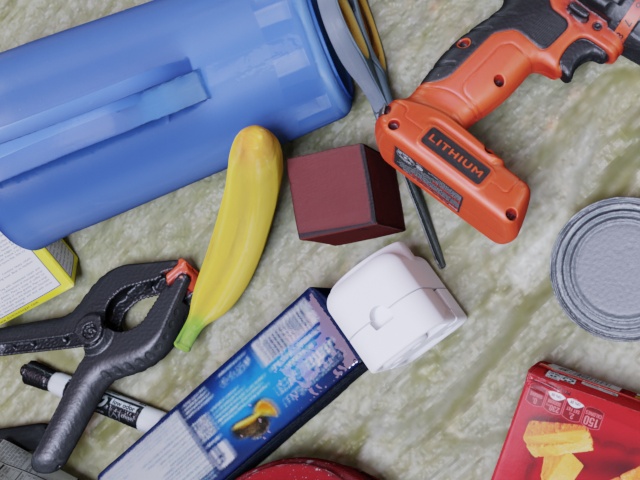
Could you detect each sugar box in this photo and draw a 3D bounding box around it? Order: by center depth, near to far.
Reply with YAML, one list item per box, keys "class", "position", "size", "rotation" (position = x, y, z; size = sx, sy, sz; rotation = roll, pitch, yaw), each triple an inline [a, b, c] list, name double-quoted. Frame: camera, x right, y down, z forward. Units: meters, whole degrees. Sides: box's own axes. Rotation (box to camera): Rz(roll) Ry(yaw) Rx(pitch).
- class: "sugar box"
  position: [-0.256, -0.020, 0.734]
  size: [0.093, 0.048, 0.176]
  rotation: [-27, 119, 8]

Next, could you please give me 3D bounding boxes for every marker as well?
- class: "marker"
  position: [-0.165, 0.113, 0.768]
  size: [0.121, 0.020, 0.020]
  rotation: [18, 93, 19]

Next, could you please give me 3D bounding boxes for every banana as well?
- class: "banana"
  position: [-0.052, -0.008, 0.684]
  size: [0.037, 0.069, 0.198]
  rotation: [19, 132, -1]

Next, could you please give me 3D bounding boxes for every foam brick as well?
- class: "foam brick"
  position: [0.018, -0.028, 0.680]
  size: [0.053, 0.078, 0.051]
  rotation: [-11, 83, 16]

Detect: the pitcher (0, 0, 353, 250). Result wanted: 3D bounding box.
- class: "pitcher"
  position: [-0.108, -0.089, 0.686]
  size: [0.243, 0.145, 0.149]
  rotation: [-19, 55, 10]

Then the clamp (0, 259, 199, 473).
- class: "clamp"
  position: [-0.153, 0.080, 0.741]
  size: [0.171, 0.039, 0.120]
  rotation: [-30, 66, 10]

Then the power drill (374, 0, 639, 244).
- class: "power drill"
  position: [0.137, -0.092, 0.630]
  size: [0.184, 0.057, 0.187]
  rotation: [37, 80, 13]

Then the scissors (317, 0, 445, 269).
- class: "scissors"
  position: [0.037, -0.081, 0.671]
  size: [0.016, 0.096, 0.202]
  rotation: [-20, 78, 19]
